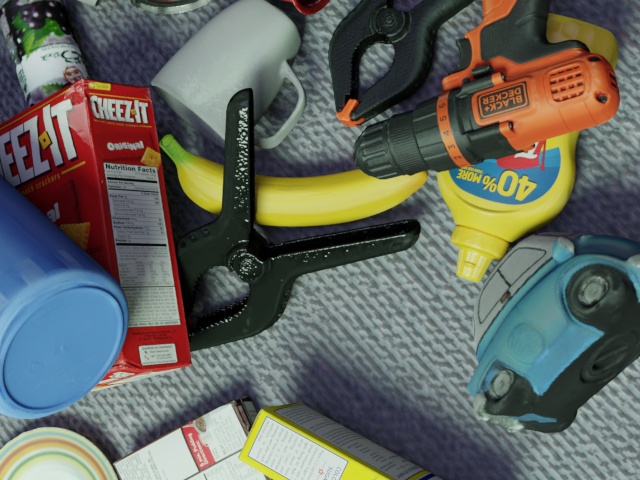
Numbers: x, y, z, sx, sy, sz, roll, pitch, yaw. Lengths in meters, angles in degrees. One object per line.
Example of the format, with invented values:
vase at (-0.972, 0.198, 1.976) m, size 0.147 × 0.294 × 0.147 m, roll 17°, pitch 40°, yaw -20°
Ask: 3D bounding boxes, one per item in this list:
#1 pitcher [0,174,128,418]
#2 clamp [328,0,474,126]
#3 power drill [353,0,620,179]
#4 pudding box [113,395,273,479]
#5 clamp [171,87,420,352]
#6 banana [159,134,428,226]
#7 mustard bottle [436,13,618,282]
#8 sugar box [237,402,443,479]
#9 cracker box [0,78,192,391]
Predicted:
pitcher at (-0.239, 0.022, 0.725) m, size 0.243 × 0.149 × 0.145 m, roll 33°, pitch 95°, yaw 35°
clamp at (0.066, -0.162, 0.797) m, size 0.120 × 0.039 × 0.171 m, roll 18°, pitch 92°, yaw 22°
power drill at (0.099, -0.142, 0.724) m, size 0.185 × 0.057 × 0.187 m, roll -14°, pitch 74°, yaw 26°
pudding box at (-0.086, 0.180, 0.795) m, size 0.113 × 0.039 × 0.090 m, roll -30°, pitch 77°, yaw 13°
clamp at (-0.055, 0.001, 0.779) m, size 0.210 × 0.036 × 0.164 m, roll -40°, pitch 103°, yaw 23°
banana at (-0.021, -0.038, 0.791) m, size 0.198 × 0.069 × 0.037 m, roll 5°, pitch 57°, yaw 5°
mustard bottle at (0.135, -0.063, 0.752) m, size 0.096 × 0.058 × 0.191 m, roll 19°, pitch 89°, yaw 22°
sugar box at (0.039, 0.171, 0.730) m, size 0.176 × 0.093 × 0.048 m, roll 28°, pitch 93°, yaw 18°
cracker box at (-0.189, 0.006, 0.802) m, size 0.164 × 0.071 × 0.214 m, roll -18°, pitch 78°, yaw 39°
